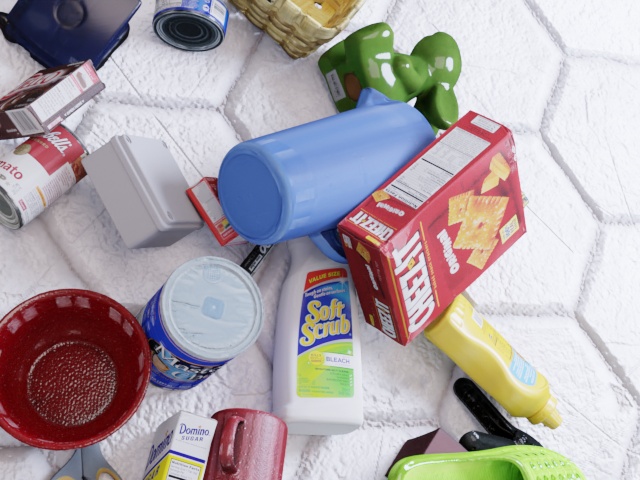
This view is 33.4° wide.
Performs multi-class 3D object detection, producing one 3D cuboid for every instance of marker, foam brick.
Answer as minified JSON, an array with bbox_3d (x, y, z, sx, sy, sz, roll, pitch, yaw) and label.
[{"bbox_3d":[-0.058,0.001,1.190,0.020,0.020,0.121,39,71,-6],"label":"marker"},{"bbox_3d":[0.118,0.244,1.153,0.053,0.078,0.051,41,58,-5],"label":"foam brick"}]

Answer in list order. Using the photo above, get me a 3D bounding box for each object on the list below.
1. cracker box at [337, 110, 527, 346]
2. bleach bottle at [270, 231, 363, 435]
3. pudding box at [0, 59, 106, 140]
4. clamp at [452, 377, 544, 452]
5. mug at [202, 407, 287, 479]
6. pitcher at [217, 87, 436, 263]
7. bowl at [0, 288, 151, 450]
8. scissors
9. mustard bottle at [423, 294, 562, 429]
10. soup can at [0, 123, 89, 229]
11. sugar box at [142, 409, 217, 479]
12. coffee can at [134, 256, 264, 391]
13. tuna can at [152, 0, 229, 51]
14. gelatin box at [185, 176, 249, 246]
[{"bbox_3d":[0.130,-0.012,1.165,0.213,0.164,0.072,-41,49,-22],"label":"cracker box"},{"bbox_3d":[-0.009,0.083,1.170,0.102,0.068,0.251,6,66,-19],"label":"bleach bottle"},{"bbox_3d":[-0.288,-0.144,1.103,0.090,0.114,0.039,-47,122,-30],"label":"pudding box"},{"bbox_3d":[0.212,0.235,1.197,0.171,0.039,0.120,39,28,-5],"label":"clamp"},{"bbox_3d":[-0.079,0.213,1.061,0.093,0.117,0.081,0,60,14],"label":"mug"},{"bbox_3d":[0.012,-0.061,1.151,0.242,0.145,0.149,-19,52,-45],"label":"pitcher"},{"bbox_3d":[-0.244,0.130,1.035,0.162,0.055,0.162,2,65,-4],"label":"bowl"},{"bbox_3d":[-0.244,0.199,1.045,0.096,0.016,0.202,-14,76,-28],"label":"scissors"},{"bbox_3d":[0.205,0.147,1.227,0.191,0.058,0.096,43,17,-3],"label":"mustard bottle"},{"bbox_3d":[-0.294,-0.067,1.095,0.068,0.069,0.102,46,59,-2],"label":"soup can"},{"bbox_3d":[-0.151,0.258,1.020,0.048,0.093,0.176,18,63,-17],"label":"sugar box"},{"bbox_3d":[-0.128,0.086,1.068,0.102,0.140,0.103,9,67,-21],"label":"coffee can"},{"bbox_3d":[-0.149,-0.252,1.222,0.086,0.086,0.033,14,67,-19],"label":"tuna can"},{"bbox_3d":[-0.101,-0.032,1.161,0.030,0.089,0.073,-34,83,14],"label":"gelatin box"}]
